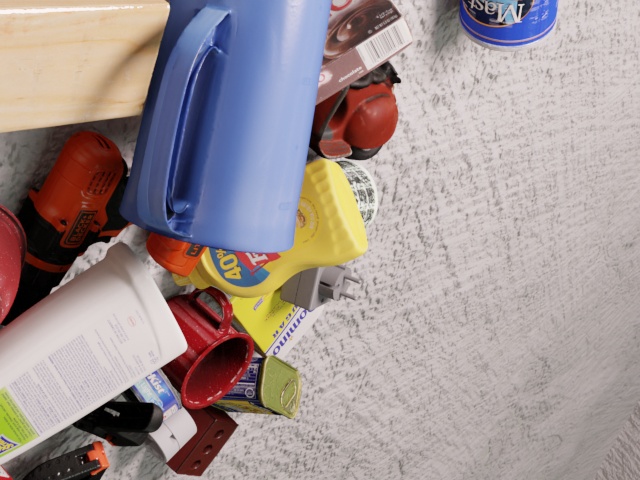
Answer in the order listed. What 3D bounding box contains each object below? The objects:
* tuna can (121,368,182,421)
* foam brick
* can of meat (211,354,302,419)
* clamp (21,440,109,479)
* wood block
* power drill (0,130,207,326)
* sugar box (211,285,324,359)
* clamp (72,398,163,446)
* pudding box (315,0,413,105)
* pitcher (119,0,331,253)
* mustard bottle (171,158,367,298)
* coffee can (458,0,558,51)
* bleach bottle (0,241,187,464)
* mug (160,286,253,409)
[{"bbox_3d":[-0.174,0.139,1.035,0.033,0.086,0.086,-37,148,-20],"label":"tuna can"},{"bbox_3d":[-0.143,0.220,1.204,0.078,0.051,0.053,-54,150,4],"label":"foam brick"},{"bbox_3d":[-0.079,0.161,1.181,0.102,0.084,0.057,42,51,-60],"label":"can of meat"},{"bbox_3d":[-0.278,0.246,1.020,0.172,0.039,0.120,-41,158,21],"label":"clamp"},{"bbox_3d":[-0.211,-0.127,0.677,0.205,0.091,0.090,-16,136,-47],"label":"wood block"},{"bbox_3d":[-0.173,-0.005,0.901,0.187,0.057,0.185,-3,133,-55],"label":"power drill"},{"bbox_3d":[-0.056,0.063,1.154,0.093,0.048,0.176,-49,149,-11],"label":"sugar box"},{"bbox_3d":[-0.200,0.160,0.980,0.210,0.165,0.036,70,37,-66],"label":"clamp"},{"bbox_3d":[0.010,-0.173,0.904,0.113,0.090,0.039,-30,141,3],"label":"pudding box"},{"bbox_3d":[-0.064,-0.117,0.766,0.144,0.149,0.243,6,104,-26],"label":"pitcher"},{"bbox_3d":[-0.057,0.001,1.009,0.192,0.096,0.058,-23,170,19],"label":"mustard bottle"},{"bbox_3d":[0.192,-0.275,1.067,0.102,0.103,0.140,-38,148,-23],"label":"coffee can"},{"bbox_3d":[-0.230,0.108,0.806,0.250,0.068,0.102,-32,124,-15],"label":"bleach bottle"},{"bbox_3d":[-0.123,0.097,1.062,0.093,0.082,0.117,-11,132,-49],"label":"mug"}]
